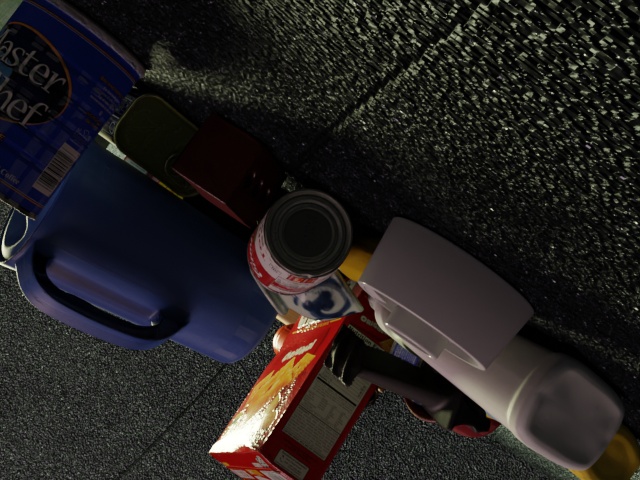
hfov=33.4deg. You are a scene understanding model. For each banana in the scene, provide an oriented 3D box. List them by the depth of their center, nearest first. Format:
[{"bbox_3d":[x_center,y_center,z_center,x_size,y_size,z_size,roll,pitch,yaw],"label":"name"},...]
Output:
[{"bbox_3d":[0.047,0.023,0.825,0.069,0.037,0.198,39,174,-22],"label":"banana"}]

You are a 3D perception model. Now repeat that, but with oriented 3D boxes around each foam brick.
[{"bbox_3d":[-0.066,-0.051,0.799,0.051,0.053,0.078,34,176,17],"label":"foam brick"}]

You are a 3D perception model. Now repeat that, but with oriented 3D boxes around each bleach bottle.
[{"bbox_3d":[0.111,0.083,0.824,0.102,0.068,0.251,36,177,-36],"label":"bleach bottle"}]

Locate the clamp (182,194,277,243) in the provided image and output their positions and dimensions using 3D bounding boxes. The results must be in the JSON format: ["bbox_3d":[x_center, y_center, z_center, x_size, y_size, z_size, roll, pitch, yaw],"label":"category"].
[{"bbox_3d":[-0.057,0.001,1.045,0.120,0.039,0.171,17,155,39],"label":"clamp"}]

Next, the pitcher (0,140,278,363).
[{"bbox_3d":[-0.155,0.022,0.952,0.242,0.149,0.145,32,173,-26],"label":"pitcher"}]

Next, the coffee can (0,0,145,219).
[{"bbox_3d":[-0.212,-0.101,0.790,0.103,0.140,0.103,35,175,3],"label":"coffee can"}]

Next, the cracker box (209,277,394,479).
[{"bbox_3d":[-0.007,0.137,1.045,0.072,0.213,0.164,37,159,-11],"label":"cracker box"}]

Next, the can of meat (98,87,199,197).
[{"bbox_3d":[-0.148,-0.091,0.939,0.102,0.057,0.084,39,175,-35],"label":"can of meat"}]

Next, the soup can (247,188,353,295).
[{"bbox_3d":[-0.017,0.003,0.814,0.068,0.068,0.102,36,166,-3],"label":"soup can"}]
